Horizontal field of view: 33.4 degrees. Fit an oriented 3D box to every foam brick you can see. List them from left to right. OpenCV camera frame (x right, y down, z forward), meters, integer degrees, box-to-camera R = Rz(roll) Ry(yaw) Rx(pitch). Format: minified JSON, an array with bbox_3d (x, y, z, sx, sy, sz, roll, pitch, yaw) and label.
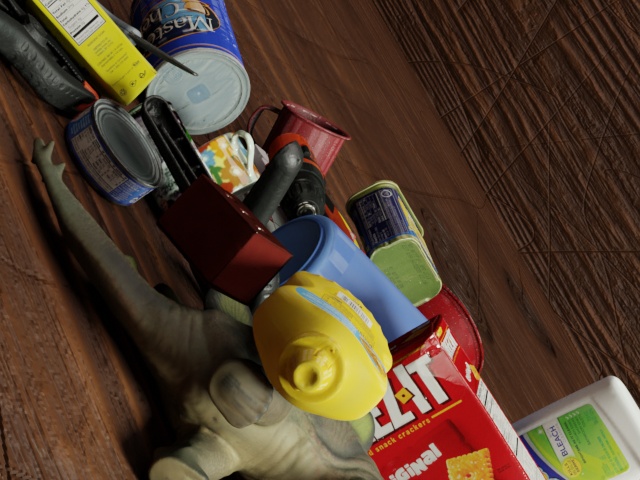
[{"bbox_3d":[-0.069,0.000,0.767,0.078,0.051,0.053,45,7,36],"label":"foam brick"}]

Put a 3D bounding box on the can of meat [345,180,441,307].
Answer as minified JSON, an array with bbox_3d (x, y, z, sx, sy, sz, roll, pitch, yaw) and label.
[{"bbox_3d":[0.074,0.006,1.045,0.102,0.057,0.084,55,11,-42],"label":"can of meat"}]

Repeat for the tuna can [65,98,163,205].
[{"bbox_3d":[-0.169,-0.071,0.876,0.086,0.034,0.086,51,17,-22],"label":"tuna can"}]

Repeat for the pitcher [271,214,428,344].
[{"bbox_3d":[0.029,0.090,0.999,0.242,0.149,0.145,49,36,-29],"label":"pitcher"}]

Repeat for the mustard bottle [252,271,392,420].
[{"bbox_3d":[0.001,0.069,0.686,0.096,0.058,0.191,46,6,1],"label":"mustard bottle"}]

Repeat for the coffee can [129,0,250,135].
[{"bbox_3d":[-0.135,-0.191,1.083,0.102,0.103,0.140,42,22,-44],"label":"coffee can"}]

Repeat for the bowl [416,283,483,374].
[{"bbox_3d":[0.108,0.113,1.230,0.055,0.162,0.162,-33,91,-33],"label":"bowl"}]

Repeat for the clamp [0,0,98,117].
[{"bbox_3d":[-0.240,-0.166,0.835,0.171,0.039,0.120,50,15,-51],"label":"clamp"}]

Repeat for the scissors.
[{"bbox_3d":[-0.171,-0.178,0.959,0.202,0.016,0.096,37,-10,19],"label":"scissors"}]

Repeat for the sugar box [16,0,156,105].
[{"bbox_3d":[-0.217,-0.194,0.891,0.176,0.048,0.093,47,-9,-26],"label":"sugar box"}]

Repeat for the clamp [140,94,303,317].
[{"bbox_3d":[-0.082,-0.014,0.865,0.165,0.210,0.036,29,43,32],"label":"clamp"}]

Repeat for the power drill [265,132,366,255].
[{"bbox_3d":[0.009,-0.008,1.085,0.187,0.057,0.184,61,7,-25],"label":"power drill"}]

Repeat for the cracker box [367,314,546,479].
[{"bbox_3d":[0.086,0.197,0.890,0.214,0.164,0.072,57,14,-2],"label":"cracker box"}]

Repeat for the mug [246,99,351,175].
[{"bbox_3d":[-0.034,-0.114,1.257,0.117,0.081,0.093,30,13,2],"label":"mug"}]

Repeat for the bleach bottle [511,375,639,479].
[{"bbox_3d":[0.175,0.221,0.951,0.068,0.251,0.102,25,36,-63],"label":"bleach bottle"}]
